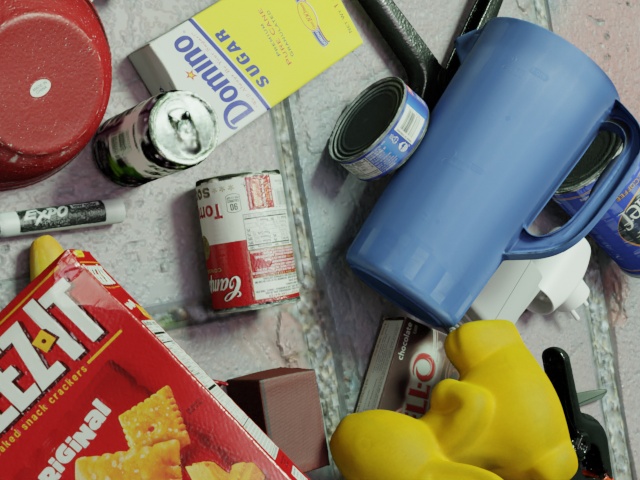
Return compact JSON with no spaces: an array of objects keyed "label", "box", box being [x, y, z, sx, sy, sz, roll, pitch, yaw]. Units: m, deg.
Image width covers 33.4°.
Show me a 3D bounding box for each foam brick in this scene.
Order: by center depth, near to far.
[{"label":"foam brick","box":[-0.033,0.139,0.822,0.051,0.053,0.078,-10,92,-35]}]

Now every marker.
[{"label":"marker","box":[-0.195,-0.014,0.746,0.120,0.020,0.020,-9,91,-35]}]

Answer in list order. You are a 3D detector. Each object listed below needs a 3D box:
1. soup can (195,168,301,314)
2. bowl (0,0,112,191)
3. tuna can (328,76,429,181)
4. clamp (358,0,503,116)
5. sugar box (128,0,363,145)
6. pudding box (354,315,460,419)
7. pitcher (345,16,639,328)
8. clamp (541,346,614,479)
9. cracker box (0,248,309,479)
[{"label":"soup can","box":[-0.055,0.001,0.811,0.068,0.069,0.102,-8,89,-35]},{"label":"bowl","box":[-0.196,-0.106,0.702,0.161,0.055,0.162,-15,114,-37]},{"label":"tuna can","box":[0.048,-0.091,0.881,0.033,0.086,0.086,37,66,-28]},{"label":"clamp","box":[0.103,-0.145,0.953,0.164,0.036,0.210,-1,90,-29]},{"label":"sugar box","box":[-0.054,-0.151,0.841,0.176,0.048,0.093,-41,108,-32]},{"label":"pudding box","box":[0.081,0.131,0.909,0.089,0.039,0.113,26,72,-30]},{"label":"pitcher","box":[0.137,-0.047,0.878,0.145,0.149,0.243,37,83,-25]},{"label":"clamp","box":[0.221,0.193,0.983,0.120,0.039,0.171,-49,123,-21]},{"label":"cracker box","box":[-0.136,0.136,0.662,0.164,0.072,0.214,-44,88,-4]}]
